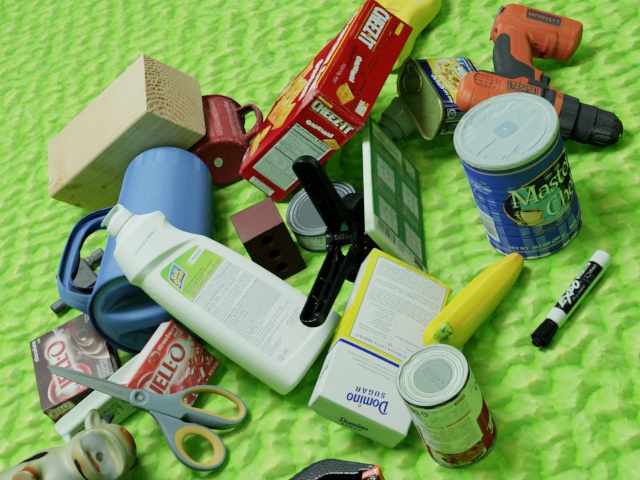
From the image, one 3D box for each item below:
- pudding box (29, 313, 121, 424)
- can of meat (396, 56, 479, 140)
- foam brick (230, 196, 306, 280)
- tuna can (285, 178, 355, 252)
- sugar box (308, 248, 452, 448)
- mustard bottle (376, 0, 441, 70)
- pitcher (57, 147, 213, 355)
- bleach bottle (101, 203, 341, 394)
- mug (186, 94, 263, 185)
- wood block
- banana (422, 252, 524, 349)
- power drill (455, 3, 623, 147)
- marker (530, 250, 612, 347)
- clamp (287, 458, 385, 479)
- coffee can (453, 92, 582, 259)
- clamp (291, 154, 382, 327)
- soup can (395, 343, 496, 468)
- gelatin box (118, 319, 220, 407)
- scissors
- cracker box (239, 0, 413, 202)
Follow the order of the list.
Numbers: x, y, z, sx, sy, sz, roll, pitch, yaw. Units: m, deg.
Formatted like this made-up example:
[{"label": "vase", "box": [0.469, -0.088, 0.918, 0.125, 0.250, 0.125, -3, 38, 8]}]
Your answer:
[{"label": "pudding box", "box": [-0.273, 0.140, 1.198, 0.090, 0.039, 0.113, -28, 43, 0]}, {"label": "can of meat", "box": [0.148, -0.168, 1.238, 0.083, 0.057, 0.102, -8, 52, -24]}, {"label": "foam brick", "box": [-0.058, 0.001, 1.195, 0.053, 0.078, 0.051, -28, 41, 0]}, {"label": "tuna can", "box": [0.006, -0.028, 1.223, 0.086, 0.033, 0.086, -14, 45, 14]}, {"label": "sugar box", "box": [0.060, 0.102, 1.034, 0.093, 0.048, 0.176, 26, 58, -4]}, {"label": "mustard bottle", "box": [0.106, -0.307, 1.420, 0.096, 0.058, 0.191, 13, 56, 36]}, {"label": "pitcher", "box": [-0.194, 0.003, 1.221, 0.145, 0.149, 0.243, -29, 37, 22]}, {"label": "bleach bottle", "box": [-0.107, 0.044, 1.077, 0.251, 0.068, 0.102, 37, 64, -2]}, {"label": "mug", "box": [-0.122, -0.129, 1.342, 0.117, 0.093, 0.081, -28, 47, 10]}, {"label": "wood block", "box": [-0.244, -0.126, 1.330, 0.206, 0.090, 0.091, -34, 51, 34]}, {"label": "banana", "box": [0.143, 0.070, 1.024, 0.070, 0.037, 0.197, -40, -2, 36]}, {"label": "power drill", "box": [0.254, -0.187, 1.207, 0.184, 0.057, 0.187, 17, 44, 2]}, {"label": "marker", "box": [0.242, 0.057, 1.034, 0.020, 0.020, 0.121, 25, 63, 40]}, {"label": "clamp", "box": [-0.022, 0.252, 0.966, 0.171, 0.039, 0.120, -18, 45, 10]}, {"label": "coffee can", "box": [0.202, -0.064, 1.080, 0.103, 0.140, 0.103, -14, 45, 14]}, {"label": "clamp", "box": [0.022, -0.012, 1.095, 0.036, 0.164, 0.209, -1, 8, 24]}, {"label": "soup can", "box": [0.112, 0.148, 0.952, 0.068, 0.102, 0.068, -14, 44, 14]}, {"label": "gelatin box", "box": [-0.157, 0.140, 1.113, 0.030, 0.073, 0.089, -17, 34, 56]}, {"label": "scissors", "box": [-0.173, 0.176, 1.056, 0.201, 0.016, 0.096, 7, 63, -14]}, {"label": "cracker box", "box": [0.001, -0.161, 1.244, 0.214, 0.072, 0.164, -38, 21, 54]}]
